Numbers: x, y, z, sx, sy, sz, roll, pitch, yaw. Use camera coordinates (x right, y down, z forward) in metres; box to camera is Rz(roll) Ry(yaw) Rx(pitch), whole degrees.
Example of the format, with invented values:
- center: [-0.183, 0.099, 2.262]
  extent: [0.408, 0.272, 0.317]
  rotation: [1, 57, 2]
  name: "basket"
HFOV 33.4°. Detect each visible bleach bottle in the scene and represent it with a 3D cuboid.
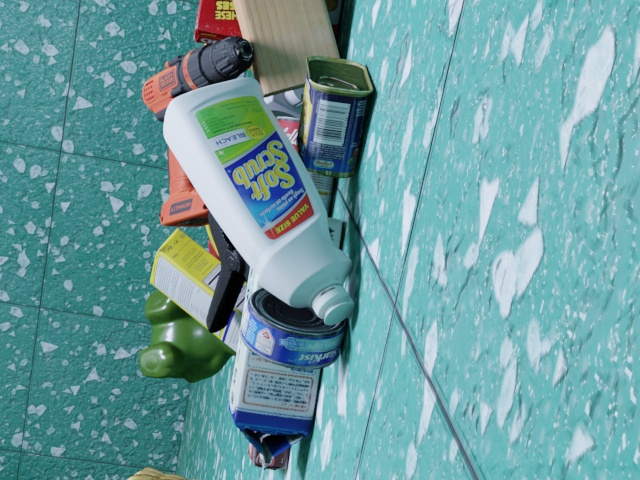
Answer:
- center: [-0.040, -0.032, 0.923]
  extent: [0.251, 0.102, 0.068]
  rotation: [55, 148, 29]
  name: "bleach bottle"

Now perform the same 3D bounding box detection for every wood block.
- center: [-0.049, -0.267, 1.163]
  extent: [0.091, 0.090, 0.206]
  rotation: [-145, 39, -82]
  name: "wood block"

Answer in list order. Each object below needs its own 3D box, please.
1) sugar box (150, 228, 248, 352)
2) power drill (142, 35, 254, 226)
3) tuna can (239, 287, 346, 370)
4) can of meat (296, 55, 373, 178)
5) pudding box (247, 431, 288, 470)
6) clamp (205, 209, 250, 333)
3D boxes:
- center: [-0.112, 0.070, 1.220]
  extent: [0.048, 0.176, 0.093]
  rotation: [-51, -6, -29]
  name: "sugar box"
- center: [-0.127, -0.115, 1.158]
  extent: [0.185, 0.057, 0.187]
  rotation: [-16, 76, 51]
  name: "power drill"
- center: [-0.022, 0.071, 0.890]
  extent: [0.086, 0.086, 0.034]
  rotation: [-99, 21, -65]
  name: "tuna can"
- center: [0.010, -0.114, 0.976]
  extent: [0.102, 0.057, 0.084]
  rotation: [-98, 16, -65]
  name: "can of meat"
- center: [-0.052, 0.179, 1.130]
  extent: [0.090, 0.039, 0.113]
  rotation: [161, 118, -81]
  name: "pudding box"
- center: [-0.069, 0.024, 1.079]
  extent: [0.165, 0.036, 0.210]
  rotation: [23, 122, 45]
  name: "clamp"
